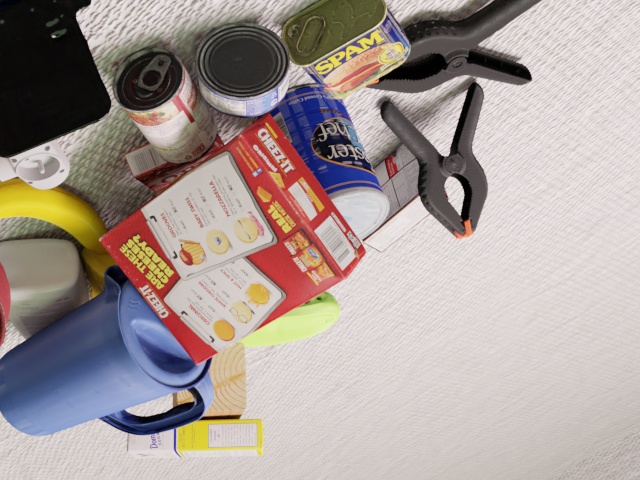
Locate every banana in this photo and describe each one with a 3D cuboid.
[{"bbox_3d":[-0.283,-0.027,1.087,0.197,0.037,0.070,11,122,-50],"label":"banana"}]

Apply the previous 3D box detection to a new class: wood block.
[{"bbox_3d":[-0.156,0.207,1.467,0.090,0.090,0.206,0,163,-10],"label":"wood block"}]

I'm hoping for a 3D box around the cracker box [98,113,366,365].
[{"bbox_3d":[-0.086,0.003,1.031,0.214,0.164,0.072,-32,-172,35],"label":"cracker box"}]

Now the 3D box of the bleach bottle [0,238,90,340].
[{"bbox_3d":[-0.318,0.084,1.240,0.102,0.068,0.251,-4,153,-9],"label":"bleach bottle"}]

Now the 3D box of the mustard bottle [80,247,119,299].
[{"bbox_3d":[-0.225,0.070,1.252,0.096,0.058,0.192,25,150,9],"label":"mustard bottle"}]

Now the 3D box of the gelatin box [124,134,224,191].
[{"bbox_3d":[-0.143,-0.084,1.079,0.089,0.030,0.073,-23,170,4],"label":"gelatin box"}]

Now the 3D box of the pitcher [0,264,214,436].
[{"bbox_3d":[-0.236,0.139,1.155,0.243,0.149,0.144,-26,152,33],"label":"pitcher"}]

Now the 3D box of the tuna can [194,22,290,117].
[{"bbox_3d":[-0.070,-0.154,0.969,0.086,0.086,0.034,-16,153,-10],"label":"tuna can"}]

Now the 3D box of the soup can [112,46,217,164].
[{"bbox_3d":[-0.142,-0.123,0.993,0.068,0.068,0.102,-23,152,3],"label":"soup can"}]

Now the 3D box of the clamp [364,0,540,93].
[{"bbox_3d":[0.139,-0.190,1.099,0.210,0.036,0.164,-18,151,-2],"label":"clamp"}]

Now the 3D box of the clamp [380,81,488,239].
[{"bbox_3d":[0.147,-0.090,1.169,0.120,0.171,0.039,-22,-176,-8],"label":"clamp"}]

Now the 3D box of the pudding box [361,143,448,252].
[{"bbox_3d":[0.090,-0.054,1.243,0.039,0.090,0.114,24,128,-34],"label":"pudding box"}]

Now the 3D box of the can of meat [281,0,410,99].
[{"bbox_3d":[0.027,-0.187,1.009,0.102,0.057,0.083,-28,154,13],"label":"can of meat"}]

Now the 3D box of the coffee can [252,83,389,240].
[{"bbox_3d":[-0.001,-0.074,1.095,0.102,0.140,0.103,-16,151,-9],"label":"coffee can"}]

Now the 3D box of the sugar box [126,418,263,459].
[{"bbox_3d":[-0.164,0.264,1.423,0.176,0.048,0.093,1,162,-1],"label":"sugar box"}]
